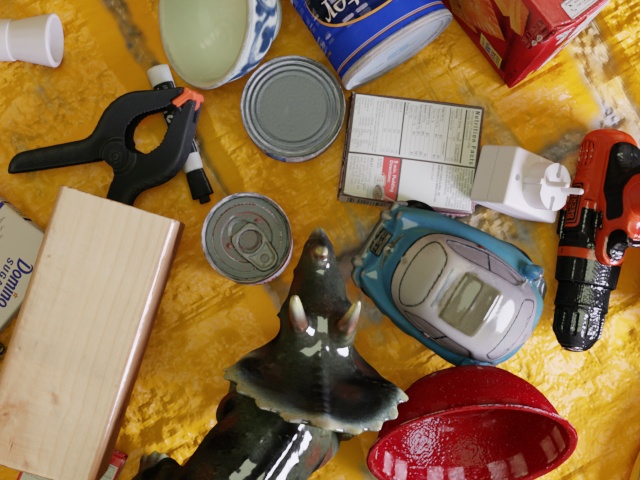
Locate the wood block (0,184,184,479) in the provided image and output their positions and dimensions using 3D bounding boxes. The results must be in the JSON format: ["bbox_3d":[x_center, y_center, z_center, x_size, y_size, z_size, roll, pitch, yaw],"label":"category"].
[{"bbox_3d":[-0.178,0.071,0.810,0.090,0.091,0.206,17,88,-2],"label":"wood block"}]

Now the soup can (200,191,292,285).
[{"bbox_3d":[-0.056,0.001,0.844,0.068,0.102,0.068,0,86,0],"label":"soup can"}]

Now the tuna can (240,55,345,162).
[{"bbox_3d":[-0.023,-0.108,0.885,0.086,0.034,0.086,0,86,0],"label":"tuna can"}]

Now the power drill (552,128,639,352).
[{"bbox_3d":[0.240,-0.002,0.804,0.057,0.188,0.184,11,85,-17],"label":"power drill"}]

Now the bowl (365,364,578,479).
[{"bbox_3d":[0.114,0.142,0.828,0.162,0.162,0.055,-3,55,0],"label":"bowl"}]

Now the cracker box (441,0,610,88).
[{"bbox_3d":[0.122,-0.235,0.829,0.072,0.164,0.214,-38,87,-5],"label":"cracker box"}]

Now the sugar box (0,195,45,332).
[{"bbox_3d":[-0.302,-0.012,0.866,0.176,0.048,0.093,41,87,-6],"label":"sugar box"}]

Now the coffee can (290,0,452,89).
[{"bbox_3d":[0.026,-0.208,0.857,0.103,0.103,0.140,-33,87,-2],"label":"coffee can"}]

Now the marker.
[{"bbox_3d":[-0.116,-0.088,0.891,0.020,0.020,0.121,-20,87,-2],"label":"marker"}]

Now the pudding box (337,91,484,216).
[{"bbox_3d":[0.074,-0.071,0.881,0.113,0.039,0.090,7,87,-2],"label":"pudding box"}]

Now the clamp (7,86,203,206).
[{"bbox_3d":[-0.172,-0.071,0.874,0.120,0.039,0.171,41,96,-2],"label":"clamp"}]
